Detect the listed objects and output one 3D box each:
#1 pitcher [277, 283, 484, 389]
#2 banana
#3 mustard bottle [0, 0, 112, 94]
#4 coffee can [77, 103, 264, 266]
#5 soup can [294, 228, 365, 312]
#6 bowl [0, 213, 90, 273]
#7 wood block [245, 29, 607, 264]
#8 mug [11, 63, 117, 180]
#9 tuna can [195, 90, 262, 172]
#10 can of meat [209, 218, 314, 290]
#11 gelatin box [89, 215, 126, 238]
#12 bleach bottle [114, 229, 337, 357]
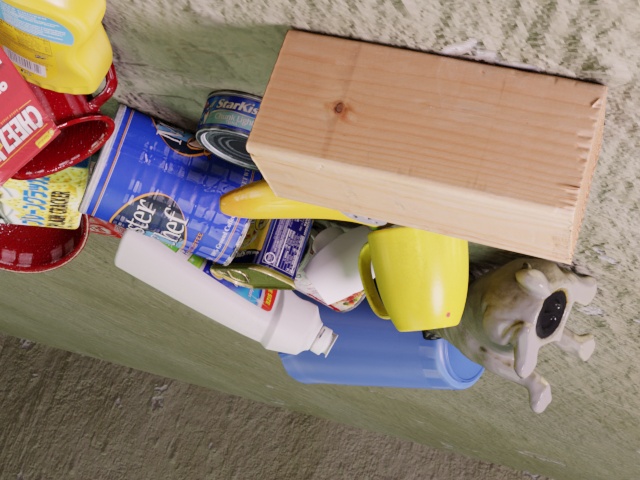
[{"bbox_3d":[0.081,0.110,1.268,0.243,0.149,0.145,0,143,41],"label":"pitcher"},{"bbox_3d":[0.007,-0.029,0.907,0.197,0.037,0.070,9,143,-44],"label":"banana"},{"bbox_3d":[-0.187,-0.160,0.695,0.096,0.058,0.192,28,165,-2],"label":"mustard bottle"},{"bbox_3d":[-0.132,-0.049,0.952,0.140,0.103,0.103,21,165,-13],"label":"coffee can"},{"bbox_3d":[-0.003,0.028,1.148,0.102,0.068,0.069,30,161,-38],"label":"soup can"},{"bbox_3d":[-0.331,-0.041,1.180,0.162,0.055,0.162,1,128,1],"label":"bowl"},{"bbox_3d":[0.070,-0.061,0.688,0.206,0.091,0.090,14,164,17],"label":"wood block"},{"bbox_3d":[-0.211,-0.111,0.832,0.117,0.081,0.093,-32,170,17],"label":"mug"},{"bbox_3d":[-0.057,-0.086,0.862,0.086,0.033,0.086,17,165,4],"label":"tuna can"},{"bbox_3d":[-0.057,0.001,1.082,0.057,0.084,0.102,27,163,-33],"label":"can of meat"},{"bbox_3d":[-0.296,-0.032,1.351,0.089,0.030,0.073,11,164,27],"label":"gelatin box"},{"bbox_3d":[-0.093,0.048,1.163,0.251,0.102,0.068,29,127,4],"label":"bleach bottle"}]
